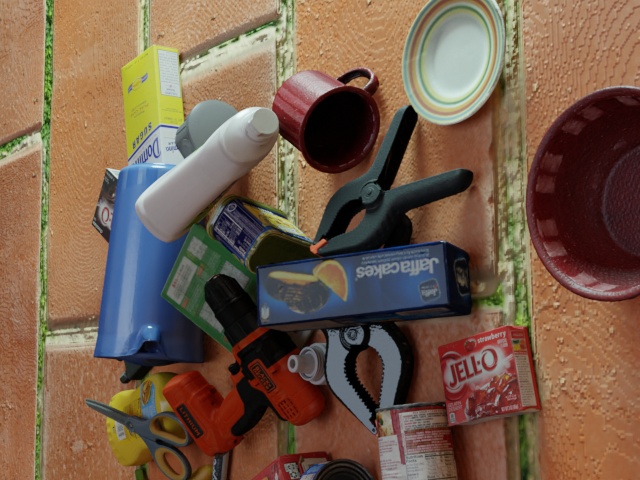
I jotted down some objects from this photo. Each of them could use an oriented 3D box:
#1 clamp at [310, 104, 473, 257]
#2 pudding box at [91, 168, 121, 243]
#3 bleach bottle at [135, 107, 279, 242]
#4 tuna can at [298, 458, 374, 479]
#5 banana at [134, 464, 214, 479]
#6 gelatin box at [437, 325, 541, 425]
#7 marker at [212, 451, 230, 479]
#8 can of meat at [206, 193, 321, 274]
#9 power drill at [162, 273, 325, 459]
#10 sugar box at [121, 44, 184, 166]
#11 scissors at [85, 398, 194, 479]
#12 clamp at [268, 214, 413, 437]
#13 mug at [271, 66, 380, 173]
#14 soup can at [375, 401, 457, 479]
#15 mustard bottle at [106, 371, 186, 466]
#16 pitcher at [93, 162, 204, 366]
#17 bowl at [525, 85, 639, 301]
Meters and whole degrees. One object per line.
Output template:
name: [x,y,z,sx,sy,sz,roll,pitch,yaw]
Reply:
clamp: [0.064,-0.038,1.011,0.171,0.039,0.120,-52,42,8]
pudding box: [-0.269,-0.036,1.472,0.114,0.039,0.090,41,118,47]
bleach bottle: [-0.114,-0.077,1.138,0.068,0.102,0.251,49,150,-6]
tuna can: [0.016,0.256,1.033,0.034,0.085,0.086,-25,66,50]
banana: [-0.191,0.318,1.332,0.198,0.037,0.069,-17,73,50]
gelatin box: [0.144,0.119,0.928,0.089,0.030,0.073,-24,67,48]
marker: [-0.118,0.273,1.257,0.020,0.020,0.121,7,92,52]
can of meat: [-0.057,0.001,1.144,0.084,0.101,0.057,41,105,44]
power drill: [-0.099,0.145,1.168,0.184,0.057,0.188,55,135,6]
sugar box: [-0.222,-0.160,1.421,0.094,0.048,0.176,-22,67,49]
scissors: [-0.219,0.244,1.308,0.202,0.016,0.096,-5,100,44]
clamp: [0.029,0.090,1.048,0.165,0.036,0.210,-15,77,28]
mug: [0.010,-0.134,1.095,0.117,0.093,0.082,-46,38,-2]
soup can: [0.088,0.200,0.960,0.069,0.068,0.102,-22,69,49]
mustard bottle: [-0.201,0.217,1.339,0.192,0.058,0.096,-32,63,46]
pitcher: [-0.205,0.034,1.323,0.149,0.144,0.243,-4,79,37]
bowl: [0.234,-0.033,0.809,0.162,0.055,0.162,-9,79,51]
